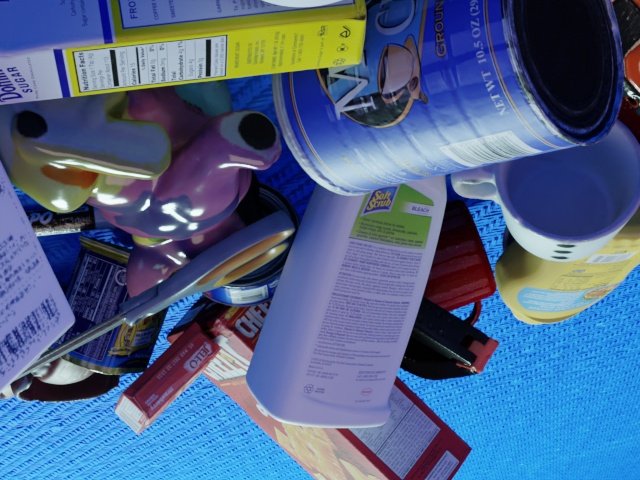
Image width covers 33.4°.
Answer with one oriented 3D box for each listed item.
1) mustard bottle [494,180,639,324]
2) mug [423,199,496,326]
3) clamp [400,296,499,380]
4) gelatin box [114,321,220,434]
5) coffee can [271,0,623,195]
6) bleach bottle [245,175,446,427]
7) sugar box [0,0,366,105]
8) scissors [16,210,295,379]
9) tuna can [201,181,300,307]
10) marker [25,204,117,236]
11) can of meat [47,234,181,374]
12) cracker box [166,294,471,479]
[{"bbox_3d":[0.181,0.015,0.784,0.096,0.058,0.192,-5,154,-14],"label":"mustard bottle"},{"bbox_3d":[0.093,0.028,0.849,0.081,0.093,0.117,-20,112,4],"label":"mug"},{"bbox_3d":[0.040,0.065,0.801,0.210,0.036,0.164,19,151,35],"label":"clamp"},{"bbox_3d":[-0.113,0.103,0.783,0.073,0.030,0.089,-44,178,-23],"label":"gelatin box"},{"bbox_3d":[0.060,-0.083,0.524,0.141,0.103,0.102,-10,163,42],"label":"coffee can"},{"bbox_3d":[0.036,-0.002,0.676,0.102,0.068,0.251,7,113,-34],"label":"bleach bottle"},{"bbox_3d":[-0.074,-0.116,0.477,0.176,0.093,0.048,-8,155,-7],"label":"sugar box"},{"bbox_3d":[-0.098,0.038,0.659,0.202,0.016,0.096,-30,171,14],"label":"scissors"},{"bbox_3d":[-0.055,0.001,0.743,0.086,0.086,0.034,-11,154,-4],"label":"tuna can"},{"bbox_3d":[-0.200,-0.011,0.728,0.121,0.020,0.020,-7,155,-12],"label":"marker"},{"bbox_3d":[-0.146,0.048,0.764,0.057,0.084,0.102,19,178,14],"label":"can of meat"},{"bbox_3d":[-0.009,0.120,0.838,0.072,0.213,0.164,-50,-171,-22],"label":"cracker box"}]
